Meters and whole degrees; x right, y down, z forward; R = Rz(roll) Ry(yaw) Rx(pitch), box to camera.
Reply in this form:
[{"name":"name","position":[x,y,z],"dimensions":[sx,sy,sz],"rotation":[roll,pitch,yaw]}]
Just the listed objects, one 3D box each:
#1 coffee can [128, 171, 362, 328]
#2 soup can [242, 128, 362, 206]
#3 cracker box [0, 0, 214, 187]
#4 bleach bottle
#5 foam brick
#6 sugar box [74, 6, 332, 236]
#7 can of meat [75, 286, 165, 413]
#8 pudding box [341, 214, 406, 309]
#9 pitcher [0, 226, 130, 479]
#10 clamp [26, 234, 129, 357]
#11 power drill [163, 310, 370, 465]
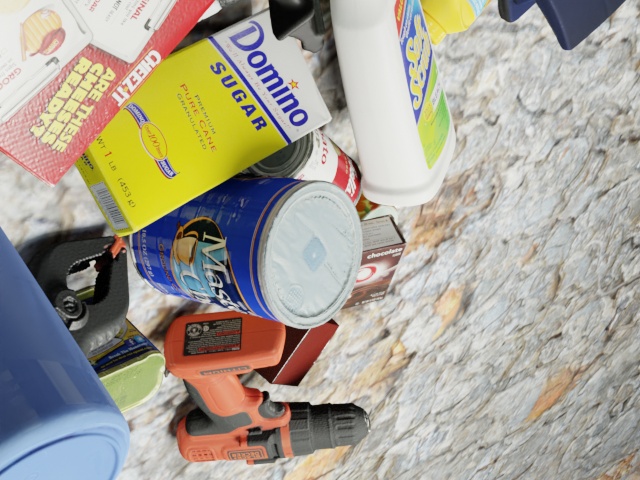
[{"name":"coffee can","position":[-0.055,0.001,0.774],"dimensions":[0.102,0.141,0.103],"rotation":[-13,107,-47]},{"name":"soup can","position":[-0.016,-0.059,0.865],"dimensions":[0.068,0.069,0.102],"rotation":[-52,150,1]},{"name":"cracker box","position":[-0.165,-0.147,0.563],"dimensions":[0.164,0.072,0.213],"rotation":[-49,151,-3]},{"name":"bleach bottle","position":[0.046,-0.150,0.816],"dimensions":[0.251,0.068,0.102],"rotation":[70,35,-42]},{"name":"foam brick","position":[-0.030,0.095,1.028],"dimensions":[0.078,0.053,0.051],"rotation":[-56,150,8]},{"name":"sugar box","position":[-0.083,-0.084,0.724],"dimensions":[0.176,0.048,0.093],"rotation":[-33,103,-27]},{"name":"can of meat","position":[-0.178,0.089,0.789],"dimensions":[0.101,0.084,0.057],"rotation":[-22,139,-41]},{"name":"pudding box","position":[0.010,0.026,0.924],"dimensions":[0.113,0.039,0.090],"rotation":[-14,150,-20]},{"name":"pitcher","position":[-0.211,0.047,0.538],"dimensions":[0.149,0.243,0.144],"rotation":[-47,152,7]},{"name":"clamp","position":[-0.175,0.062,0.730],"dimensions":[0.039,0.120,0.171],"rotation":[-27,-167,41]},{"name":"power drill","position":[-0.054,0.138,0.959],"dimensions":[0.184,0.057,0.187],"rotation":[-8,137,4]}]
